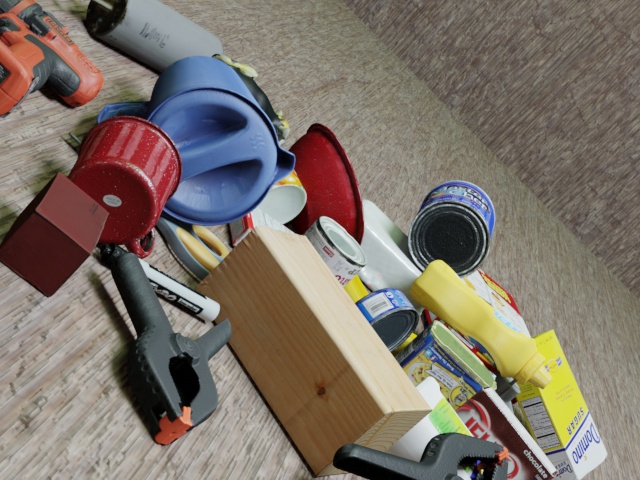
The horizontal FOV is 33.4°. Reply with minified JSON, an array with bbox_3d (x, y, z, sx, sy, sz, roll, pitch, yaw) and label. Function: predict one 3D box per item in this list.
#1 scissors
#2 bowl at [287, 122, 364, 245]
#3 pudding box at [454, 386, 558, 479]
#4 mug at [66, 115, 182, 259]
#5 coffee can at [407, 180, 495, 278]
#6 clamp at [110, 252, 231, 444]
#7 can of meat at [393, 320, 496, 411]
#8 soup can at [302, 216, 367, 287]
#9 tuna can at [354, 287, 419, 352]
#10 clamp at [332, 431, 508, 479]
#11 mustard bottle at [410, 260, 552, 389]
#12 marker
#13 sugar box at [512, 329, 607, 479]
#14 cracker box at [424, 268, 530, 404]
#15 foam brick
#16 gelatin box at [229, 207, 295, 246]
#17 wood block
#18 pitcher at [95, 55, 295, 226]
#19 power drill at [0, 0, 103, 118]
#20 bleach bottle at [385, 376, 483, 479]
[{"bbox_3d":[-0.154,-0.032,1.025,0.202,0.016,0.096,47,16,7],"label":"scissors"},{"bbox_3d":[-0.008,-0.055,1.267,0.162,0.055,0.162,162,-90,-72],"label":"bowl"},{"bbox_3d":[0.170,0.218,1.080,0.113,0.090,0.039,51,18,15],"label":"pudding box"},{"bbox_3d":[-0.167,-0.038,0.911,0.081,0.093,0.117,-84,164,-62],"label":"mug"},{"bbox_3d":[0.172,-0.016,1.381,0.103,0.103,0.140,45,18,-1],"label":"coffee can"},{"bbox_3d":[-0.106,0.091,0.821,0.120,0.039,0.171,28,30,-34],"label":"clamp"},{"bbox_3d":[0.125,0.149,1.145,0.102,0.084,0.057,44,18,-5],"label":"can of meat"},{"bbox_3d":[-0.012,0.033,1.059,0.068,0.102,0.068,40,18,-16],"label":"soup can"},{"bbox_3d":[0.060,0.089,1.125,0.086,0.086,0.034,20,29,-54],"label":"tuna can"},{"bbox_3d":[0.108,0.228,0.900,0.209,0.036,0.164,-8,70,-52],"label":"clamp"},{"bbox_3d":[0.194,0.105,1.258,0.192,0.058,0.096,41,-2,15],"label":"mustard bottle"},{"bbox_3d":[-0.136,0.035,0.907,0.121,0.020,0.020,34,21,-33],"label":"marker"},{"bbox_3d":[0.293,0.208,1.337,0.093,0.048,0.176,-17,80,-51],"label":"sugar box"},{"bbox_3d":[0.211,0.104,1.467,0.164,0.072,0.213,39,17,-21],"label":"cracker box"},{"bbox_3d":[-0.200,-0.005,0.800,0.053,0.051,0.078,41,18,-16],"label":"foam brick"},{"bbox_3d":[-0.057,0.002,1.149,0.089,0.030,0.073,37,18,-27],"label":"gelatin box"},{"bbox_3d":[-0.009,0.096,0.944,0.206,0.091,0.090,54,20,25],"label":"wood block"},{"bbox_3d":[-0.129,-0.116,1.084,0.149,0.145,0.243,51,6,-21],"label":"pitcher"},{"bbox_3d":[-0.296,-0.190,0.985,0.184,0.057,0.187,44,17,-6],"label":"power drill"},{"bbox_3d":[0.153,0.252,1.013,0.251,0.068,0.102,50,22,8],"label":"bleach bottle"}]
